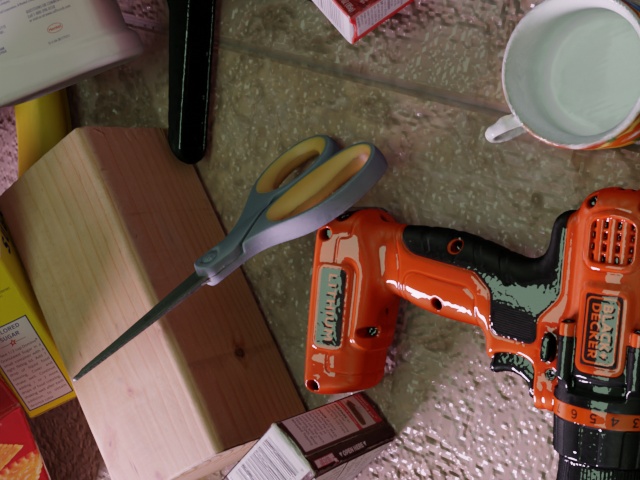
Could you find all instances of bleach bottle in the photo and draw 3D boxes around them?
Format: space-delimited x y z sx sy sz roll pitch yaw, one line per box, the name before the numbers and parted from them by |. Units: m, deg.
bleach bottle | -0.200 -0.213 0.641 0.102 0.068 0.251 -20 99 5

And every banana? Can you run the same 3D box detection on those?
banana | -0.201 -0.063 0.743 0.070 0.037 0.198 8 99 33

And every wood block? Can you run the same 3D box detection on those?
wood block | -0.103 0.041 0.653 0.090 0.090 0.206 -34 75 31

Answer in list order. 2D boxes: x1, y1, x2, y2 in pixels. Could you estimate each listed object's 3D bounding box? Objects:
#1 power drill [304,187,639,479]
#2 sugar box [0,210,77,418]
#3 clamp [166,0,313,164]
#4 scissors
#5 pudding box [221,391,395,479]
power drill | 0.084 0.059 0.548 0.188 0.057 0.184 8 95 31
sugar box | -0.208 0.017 0.675 0.093 0.048 0.176 -122 10 -59
clamp | -0.060 -0.172 0.637 0.165 0.036 0.210 -26 79 33
scissors | -0.054 0.001 0.594 0.202 0.096 0.016 -32 117 7
pudding box | -0.021 0.140 0.605 0.114 0.089 0.039 -48 70 27
